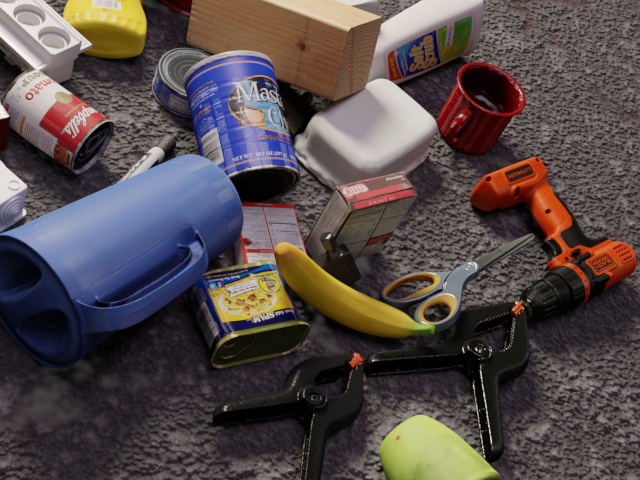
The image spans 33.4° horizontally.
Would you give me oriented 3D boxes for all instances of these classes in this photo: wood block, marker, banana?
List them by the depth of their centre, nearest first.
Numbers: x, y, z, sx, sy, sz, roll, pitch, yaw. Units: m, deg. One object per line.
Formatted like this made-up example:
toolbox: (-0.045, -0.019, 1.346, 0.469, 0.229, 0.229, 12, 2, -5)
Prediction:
banana: (0.023, 0.055, 1.089, 0.197, 0.070, 0.037, 27, 50, -24)
marker: (-0.192, -0.078, 1.156, 0.020, 0.020, 0.121, 32, 48, 4)
wood block: (-0.045, -0.247, 1.258, 0.206, 0.091, 0.090, 25, 29, 21)

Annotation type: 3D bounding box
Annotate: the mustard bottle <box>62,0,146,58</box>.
mustard bottle: (-0.256, -0.304, 1.285, 0.096, 0.058, 0.191, 5, 52, -12)

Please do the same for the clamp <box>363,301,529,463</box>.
clamp: (0.152, 0.123, 1.128, 0.165, 0.036, 0.209, 31, 44, 12)

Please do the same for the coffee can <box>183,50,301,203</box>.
coffee can: (-0.086, -0.119, 1.158, 0.102, 0.103, 0.140, -5, 70, -26)

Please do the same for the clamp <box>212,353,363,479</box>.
clamp: (-0.007, 0.169, 1.022, 0.171, 0.039, 0.120, -28, 69, -37)

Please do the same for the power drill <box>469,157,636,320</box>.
power drill: (0.261, -0.002, 1.265, 0.184, 0.057, 0.188, -21, 65, -34)

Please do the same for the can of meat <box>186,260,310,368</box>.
can of meat: (-0.074, 0.072, 1.061, 0.101, 0.058, 0.084, -9, 56, -29)

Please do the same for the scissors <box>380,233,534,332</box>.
scissors: (0.165, 0.047, 1.164, 0.201, 0.016, 0.096, -16, 42, -12)

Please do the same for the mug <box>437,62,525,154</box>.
mug: (0.193, -0.158, 1.342, 0.093, 0.082, 0.117, 38, 48, 9)

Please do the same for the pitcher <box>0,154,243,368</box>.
pitcher: (-0.180, 0.011, 1.014, 0.149, 0.145, 0.242, 49, 48, 7)

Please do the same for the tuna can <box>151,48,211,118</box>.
tuna can: (-0.152, -0.185, 1.250, 0.086, 0.034, 0.086, 12, 50, -14)

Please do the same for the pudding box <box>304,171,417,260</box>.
pudding box: (0.041, -0.021, 1.146, 0.089, 0.114, 0.039, -13, 60, -31)

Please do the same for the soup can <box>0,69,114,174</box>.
soup can: (-0.279, -0.126, 1.126, 0.102, 0.069, 0.068, 35, 48, 8)

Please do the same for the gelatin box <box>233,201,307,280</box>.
gelatin box: (-0.057, 0.002, 1.143, 0.073, 0.030, 0.089, 1, 53, -24)

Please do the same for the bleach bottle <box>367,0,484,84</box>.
bleach bottle: (0.103, -0.243, 1.375, 0.250, 0.103, 0.068, -33, 60, -30)
